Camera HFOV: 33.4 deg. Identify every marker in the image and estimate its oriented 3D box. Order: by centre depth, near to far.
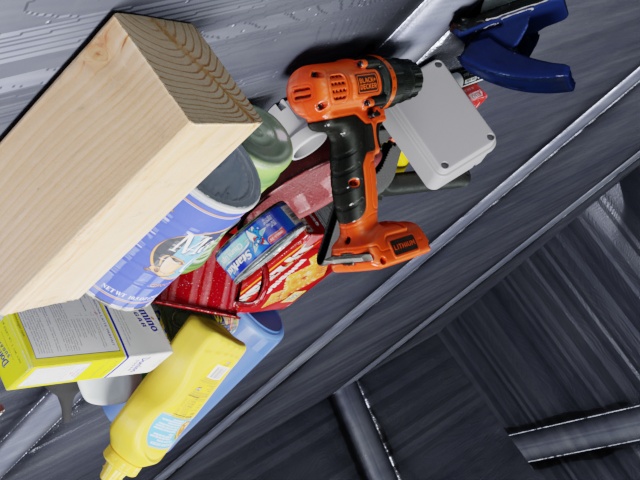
[{"bbox_3d":[0.184,-0.192,1.224,0.120,0.020,0.020,-24,163,-42],"label":"marker"}]

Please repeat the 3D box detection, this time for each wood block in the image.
[{"bbox_3d":[-0.152,-0.049,0.726,0.206,0.091,0.090,-41,167,25],"label":"wood block"}]

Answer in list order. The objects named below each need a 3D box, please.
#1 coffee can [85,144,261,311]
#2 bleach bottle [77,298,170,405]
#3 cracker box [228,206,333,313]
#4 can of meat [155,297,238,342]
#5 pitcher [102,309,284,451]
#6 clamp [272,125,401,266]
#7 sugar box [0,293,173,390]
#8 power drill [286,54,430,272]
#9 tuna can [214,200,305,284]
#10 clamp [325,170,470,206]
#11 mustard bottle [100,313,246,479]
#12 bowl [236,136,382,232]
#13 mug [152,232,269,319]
[{"bbox_3d":[-0.130,-0.024,0.846,0.140,0.103,0.102,-41,166,28],"label":"coffee can"},{"bbox_3d":[-0.186,0.095,1.187,0.068,0.102,0.250,-4,-168,19],"label":"bleach bottle"},{"bbox_3d":[-0.048,0.019,1.294,0.164,0.072,0.213,-39,166,18],"label":"cracker box"},{"bbox_3d":[-0.136,0.064,1.166,0.057,0.102,0.084,-21,173,13],"label":"can of meat"},{"bbox_3d":[-0.166,0.155,1.414,0.243,0.149,0.144,-42,151,16],"label":"pitcher"},{"bbox_3d":[0.017,-0.069,1.146,0.171,0.120,0.039,-52,-148,-4],"label":"clamp"},{"bbox_3d":[-0.222,0.080,0.968,0.048,0.093,0.175,-38,158,25],"label":"sugar box"},{"bbox_3d":[0.048,-0.073,0.961,0.057,0.187,0.184,-8,-174,39],"label":"power drill"},{"bbox_3d":[-0.057,0.001,0.994,0.086,0.034,0.086,-40,177,-3],"label":"tuna can"},{"bbox_3d":[0.052,-0.058,1.263,0.209,0.036,0.165,0,165,-40],"label":"clamp"},{"bbox_3d":[-0.157,0.165,1.071,0.191,0.058,0.096,-53,161,0],"label":"mustard bottle"},{"bbox_3d":[-0.022,-0.068,1.051,0.162,0.055,0.162,-27,169,-6],"label":"bowl"},{"bbox_3d":[-0.106,0.033,1.066,0.093,0.117,0.081,27,73,-71],"label":"mug"}]
